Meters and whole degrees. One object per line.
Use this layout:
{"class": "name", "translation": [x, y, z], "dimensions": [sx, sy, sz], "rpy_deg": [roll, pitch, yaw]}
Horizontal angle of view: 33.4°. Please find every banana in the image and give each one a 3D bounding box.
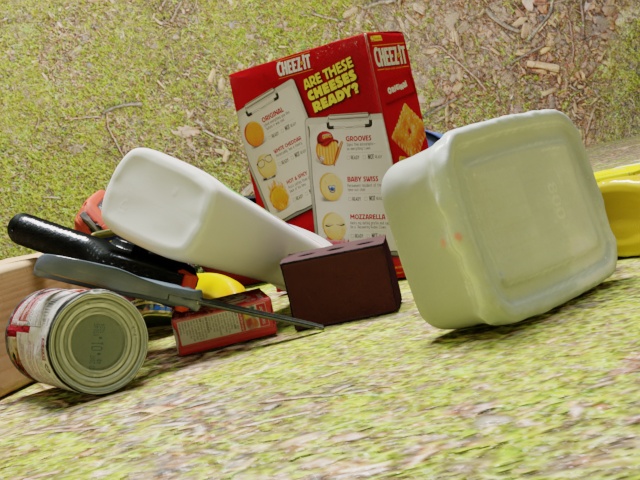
{"class": "banana", "translation": [-0.128, 0.057, 0.987], "dimensions": [0.198, 0.037, 0.069], "rpy_deg": [-11, 22, 38]}

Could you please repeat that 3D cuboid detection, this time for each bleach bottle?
{"class": "bleach bottle", "translation": [-0.056, 0.001, 0.852], "dimensions": [0.103, 0.068, 0.250], "rpy_deg": [24, -1, 32]}

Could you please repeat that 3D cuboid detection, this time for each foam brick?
{"class": "foam brick", "translation": [0.016, 0.030, 0.777], "dimensions": [0.078, 0.051, 0.053], "rpy_deg": [-11, 4, 7]}

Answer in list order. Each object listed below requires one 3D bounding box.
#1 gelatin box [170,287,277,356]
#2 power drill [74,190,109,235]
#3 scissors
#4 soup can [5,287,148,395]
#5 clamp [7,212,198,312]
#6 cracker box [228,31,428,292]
{"class": "gelatin box", "translation": [-0.074, 0.059, 0.799], "dimensions": [0.073, 0.030, 0.089], "rpy_deg": [-12, 4, -7]}
{"class": "power drill", "translation": [-0.288, 0.029, 1.147], "dimensions": [0.188, 0.057, 0.184], "rpy_deg": [-43, 13, 5]}
{"class": "scissors", "translation": [-0.100, 0.035, 0.707], "dimensions": [0.202, 0.016, 0.096], "rpy_deg": [11, -8, 9]}
{"class": "soup can", "translation": [-0.163, 0.065, 0.707], "dimensions": [0.068, 0.068, 0.102], "rpy_deg": [-14, 5, -30]}
{"class": "clamp", "translation": [-0.146, 0.016, 0.821], "dimensions": [0.172, 0.039, 0.120], "rpy_deg": [23, 15, 34]}
{"class": "cracker box", "translation": [0.018, -0.068, 0.980], "dimensions": [0.164, 0.214, 0.071], "rpy_deg": [-9, 5, 38]}
